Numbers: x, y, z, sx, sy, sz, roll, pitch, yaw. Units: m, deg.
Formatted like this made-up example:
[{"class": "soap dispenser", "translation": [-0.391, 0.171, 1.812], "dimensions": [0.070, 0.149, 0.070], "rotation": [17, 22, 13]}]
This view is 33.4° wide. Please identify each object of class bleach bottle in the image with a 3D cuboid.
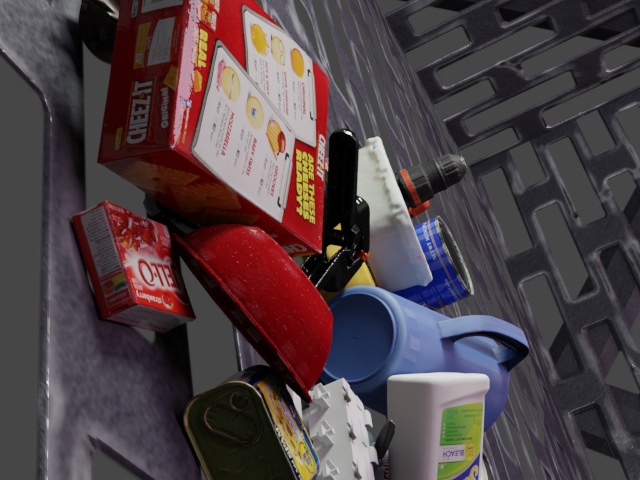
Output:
[{"class": "bleach bottle", "translation": [0.107, 0.248, 0.967], "dimensions": [0.102, 0.068, 0.251], "rotation": [4, 84, -47]}]

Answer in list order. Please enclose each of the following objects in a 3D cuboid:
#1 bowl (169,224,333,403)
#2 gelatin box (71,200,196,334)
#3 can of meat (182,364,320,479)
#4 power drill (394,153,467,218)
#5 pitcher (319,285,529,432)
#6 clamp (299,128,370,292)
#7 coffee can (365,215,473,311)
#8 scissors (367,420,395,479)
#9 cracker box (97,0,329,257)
[{"class": "bowl", "translation": [-0.041, 0.042, 0.786], "dimensions": [0.162, 0.055, 0.162], "rotation": [48, -10, 11]}, {"class": "gelatin box", "translation": [-0.121, 0.019, 0.709], "dimensions": [0.089, 0.030, 0.073], "rotation": [30, 38, -67]}, {"class": "can of meat", "translation": [-0.044, 0.141, 0.738], "dimensions": [0.102, 0.057, 0.084], "rotation": [66, 11, 0]}, {"class": "power drill", "translation": [0.110, -0.060, 1.456], "dimensions": [0.187, 0.184, 0.057], "rotation": [33, 34, -83]}, {"class": "pitcher", "translation": [0.101, 0.122, 1.103], "dimensions": [0.145, 0.149, 0.242], "rotation": [23, -4, 36]}, {"class": "clamp", "translation": [0.017, -0.012, 0.976], "dimensions": [0.209, 0.036, 0.164], "rotation": [11, 97, -76]}, {"class": "coffee can", "translation": [0.096, 0.045, 1.264], "dimensions": [0.102, 0.140, 0.103], "rotation": [59, 15, -27]}, {"class": "scissors", "translation": [0.052, 0.204, 0.924], "dimensions": [0.202, 0.016, 0.096], "rotation": [125, -44, -78]}, {"class": "cracker box", "translation": [-0.072, -0.095, 0.812], "dimensions": [0.213, 0.072, 0.164], "rotation": [37, 51, -56]}]
